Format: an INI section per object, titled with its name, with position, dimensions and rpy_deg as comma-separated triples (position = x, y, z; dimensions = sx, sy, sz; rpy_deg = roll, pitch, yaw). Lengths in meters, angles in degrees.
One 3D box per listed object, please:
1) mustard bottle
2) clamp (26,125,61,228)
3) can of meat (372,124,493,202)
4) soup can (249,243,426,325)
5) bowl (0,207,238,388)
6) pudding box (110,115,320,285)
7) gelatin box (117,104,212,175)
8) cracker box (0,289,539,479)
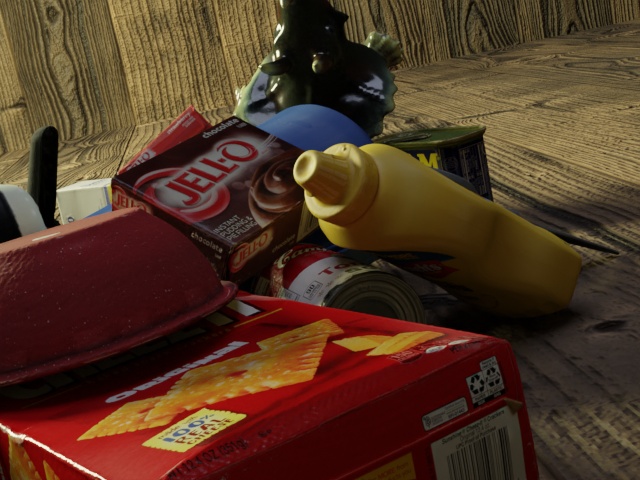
[mustard bottle]
position = 0.056, -0.008, 0.586
dimensions = 0.096, 0.058, 0.191
rpy_deg = 13, -9, 46
[clamp]
position = -0.237, -0.012, 0.912
dimensions = 0.172, 0.120, 0.039
rpy_deg = -39, -10, 26
[can of meat]
position = 0.093, -0.047, 0.880
dimensions = 0.057, 0.084, 0.102
rpy_deg = -22, 16, -39
[soup can]
position = 0.007, 0.042, 0.601
dimensions = 0.068, 0.068, 0.102
rpy_deg = -16, 14, -20
[bowl]
position = -0.125, 0.022, 0.524
dimensions = 0.162, 0.055, 0.162
rpy_deg = -16, 7, 2
[pudding box]
position = -0.053, -0.025, 0.625
dimensions = 0.090, 0.039, 0.113
rpy_deg = 29, 37, 23
[gelatin box]
position = -0.108, -0.056, 0.785
dimensions = 0.073, 0.030, 0.089
rpy_deg = -43, -7, -6
[cracker box]
position = -0.042, 0.082, 0.459
dimensions = 0.163, 0.072, 0.214
rpy_deg = -19, 14, -32
